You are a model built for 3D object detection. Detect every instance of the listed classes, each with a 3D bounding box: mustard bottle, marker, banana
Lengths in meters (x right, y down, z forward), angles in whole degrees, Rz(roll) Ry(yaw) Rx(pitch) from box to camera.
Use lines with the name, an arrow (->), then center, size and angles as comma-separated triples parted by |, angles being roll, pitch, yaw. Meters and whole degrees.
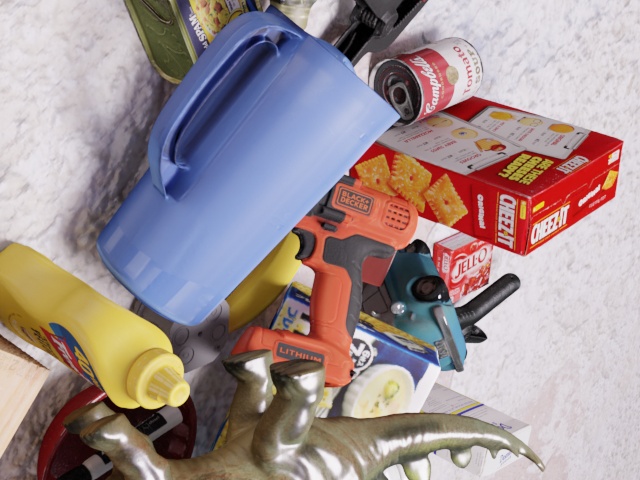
mustard bottle -> -0.161, 0.071, 0.769 | 0.058, 0.192, 0.096 | -45, 138, -25
marker -> -0.164, 0.171, 0.869 | 0.120, 0.020, 0.020 | -31, 131, -35
banana -> -0.041, 0.003, 1.006 | 0.069, 0.037, 0.198 | 23, 90, -36

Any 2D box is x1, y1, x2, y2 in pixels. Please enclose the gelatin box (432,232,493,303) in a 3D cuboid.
gelatin box -> 0.169, 0.029, 1.269 | 0.089, 0.030, 0.073 | -22, 125, -42

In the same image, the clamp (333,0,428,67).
clamp -> 0.042, -0.194, 0.970 | 0.209, 0.036, 0.165 | -37, 159, -51

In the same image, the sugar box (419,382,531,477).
sugar box -> 0.138, 0.204, 1.207 | 0.093, 0.176, 0.048 | -11, 117, -47

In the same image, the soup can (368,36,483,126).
soup can -> 0.106, -0.159, 1.063 | 0.102, 0.069, 0.068 | -26, 128, -40

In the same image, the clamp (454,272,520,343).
clamp -> 0.165, 0.110, 1.295 | 0.171, 0.039, 0.120 | -24, 143, -29

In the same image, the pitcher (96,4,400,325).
pitcher -> -0.068, -0.057, 0.831 | 0.149, 0.145, 0.243 | 40, 96, -11

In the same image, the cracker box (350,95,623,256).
cracker box -> 0.161, -0.072, 1.054 | 0.163, 0.214, 0.072 | -29, 129, -38

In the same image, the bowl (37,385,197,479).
bowl -> -0.184, 0.178, 0.912 | 0.161, 0.055, 0.162 | -26, 128, -39

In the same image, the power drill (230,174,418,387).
power drill -> -0.017, 0.023, 0.932 | 0.184, 0.057, 0.187 | 18, 77, -11

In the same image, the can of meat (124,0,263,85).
can of meat -> -0.096, -0.183, 0.820 | 0.083, 0.058, 0.102 | -46, 139, -27
